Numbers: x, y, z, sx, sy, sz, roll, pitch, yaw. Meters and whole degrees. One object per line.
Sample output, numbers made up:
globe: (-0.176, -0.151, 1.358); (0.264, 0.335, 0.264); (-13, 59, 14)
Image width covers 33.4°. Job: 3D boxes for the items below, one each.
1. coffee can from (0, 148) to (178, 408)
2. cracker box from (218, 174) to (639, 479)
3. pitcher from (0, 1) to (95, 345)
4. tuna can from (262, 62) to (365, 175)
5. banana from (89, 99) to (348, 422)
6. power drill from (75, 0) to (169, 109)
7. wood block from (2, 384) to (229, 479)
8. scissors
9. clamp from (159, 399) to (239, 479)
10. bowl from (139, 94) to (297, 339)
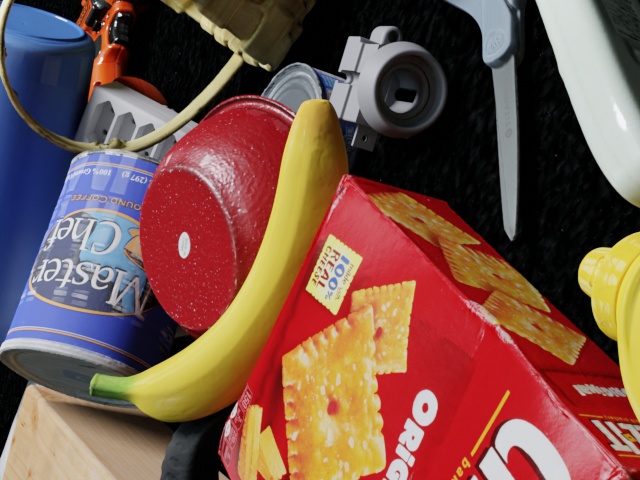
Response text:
coffee can: (-0.136, 0.026, 0.698); (0.103, 0.102, 0.140); (-22, 47, 54)
cracker box: (0.043, 0.094, 0.442); (0.164, 0.072, 0.214); (-65, 33, 19)
pitcher: (-0.248, -0.055, 0.818); (0.149, 0.144, 0.243); (29, 113, 29)
tuna can: (-0.010, -0.058, 0.628); (0.086, 0.033, 0.086); (-30, 53, 50)
banana: (-0.036, 0.025, 0.530); (0.198, 0.069, 0.037); (-51, 13, 13)
power drill: (-0.169, -0.161, 0.910); (0.185, 0.057, 0.187); (-52, 35, 40)
wood block: (-0.128, 0.168, 0.671); (0.206, 0.090, 0.090); (19, 94, 59)
scissors: (0.076, -0.097, 0.518); (0.096, 0.016, 0.202); (-2, 75, 55)
clamp: (-0.066, 0.147, 0.558); (0.039, 0.120, 0.171); (5, 78, 52)
bowl: (-0.054, 0.001, 0.599); (0.162, 0.055, 0.162); (14, 108, 46)
